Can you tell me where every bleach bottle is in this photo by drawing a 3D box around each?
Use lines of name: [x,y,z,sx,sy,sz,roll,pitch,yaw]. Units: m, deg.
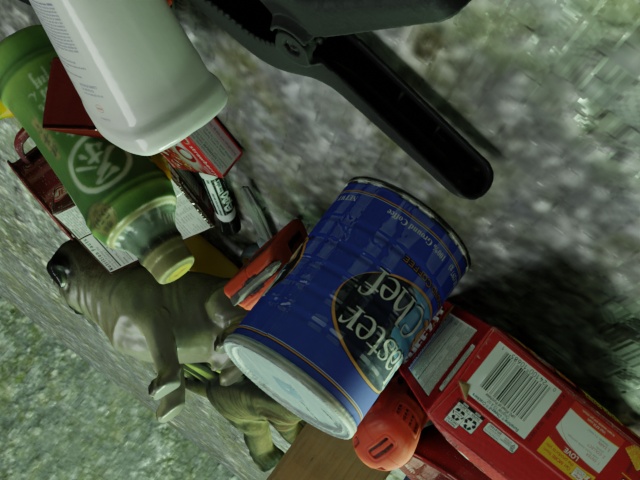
bleach bottle: [-0.144,-0.169,0.570,0.103,0.068,0.250,27,150,55]

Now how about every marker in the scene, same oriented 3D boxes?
marker: [-0.084,-0.037,0.897,0.020,0.020,0.121,31,161,19]

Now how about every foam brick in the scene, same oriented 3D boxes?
foam brick: [-0.149,-0.098,0.740,0.052,0.051,0.078,7,-179,-41]

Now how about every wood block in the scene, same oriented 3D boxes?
wood block: [0.012,0.224,1.052,0.090,0.206,0.091,37,162,1]

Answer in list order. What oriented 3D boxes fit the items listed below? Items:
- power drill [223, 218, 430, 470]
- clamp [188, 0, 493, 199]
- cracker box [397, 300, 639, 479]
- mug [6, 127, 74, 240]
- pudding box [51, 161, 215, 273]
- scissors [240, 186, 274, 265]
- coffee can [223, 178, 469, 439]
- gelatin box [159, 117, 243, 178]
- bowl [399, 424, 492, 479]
power drill: [0.019,0.072,0.832,0.187,0.057,0.184,47,-162,-2]
clamp: [0.002,-0.102,0.543,0.210,0.036,0.164,29,160,31]
cracker box: [0.136,0.121,0.690,0.164,0.072,0.214,39,180,-1]
mug: [-0.229,-0.068,0.968,0.093,0.081,0.117,41,168,46]
pudding box: [-0.161,-0.028,0.925,0.090,0.113,0.039,54,-161,-43]
scissors: [-0.056,0.001,0.943,0.096,0.016,0.201,23,157,38]
coffee can: [0.018,0.044,0.705,0.103,0.140,0.103,34,162,12]
gelatin box: [-0.110,-0.089,0.800,0.073,0.030,0.089,14,151,50]
bowl: [0.131,0.192,0.847,0.162,0.055,0.162,35,165,11]
